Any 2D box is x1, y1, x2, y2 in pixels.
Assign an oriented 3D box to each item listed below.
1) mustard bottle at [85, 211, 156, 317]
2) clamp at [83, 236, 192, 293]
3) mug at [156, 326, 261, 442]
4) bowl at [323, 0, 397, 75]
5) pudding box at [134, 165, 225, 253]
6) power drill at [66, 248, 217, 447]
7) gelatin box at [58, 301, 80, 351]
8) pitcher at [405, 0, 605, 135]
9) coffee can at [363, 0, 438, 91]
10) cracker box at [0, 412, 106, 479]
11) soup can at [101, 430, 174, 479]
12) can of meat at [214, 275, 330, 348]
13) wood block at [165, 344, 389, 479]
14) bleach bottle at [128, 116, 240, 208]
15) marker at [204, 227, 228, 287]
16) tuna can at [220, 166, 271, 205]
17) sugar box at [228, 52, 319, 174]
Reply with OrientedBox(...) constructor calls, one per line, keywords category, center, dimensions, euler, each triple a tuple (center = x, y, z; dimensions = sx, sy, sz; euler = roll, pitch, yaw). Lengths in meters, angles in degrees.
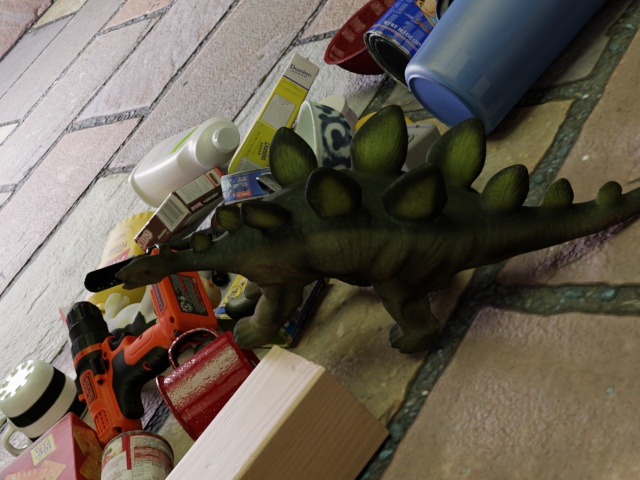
OrientedBox(category="mustard bottle", center=(-0.248, 0.049, 1.341), dimensions=(0.096, 0.058, 0.191), euler=(-24, 33, 27))
OrientedBox(category="clamp", center=(-0.193, 0.024, 1.233), dimensions=(0.120, 0.039, 0.171), euler=(-15, -1, 16))
OrientedBox(category="mug", center=(-0.097, 0.129, 0.986), dimensions=(0.081, 0.093, 0.117), euler=(-37, 58, 0))
OrientedBox(category="bowl", center=(0.082, -0.257, 1.331), dimensions=(0.162, 0.055, 0.162), euler=(-36, 23, 18))
OrientedBox(category="pudding box", center=(-0.167, -0.034, 1.308), dimensions=(0.114, 0.039, 0.089), euler=(-41, -2, 43))
OrientedBox(category="power drill", center=(-0.192, 0.096, 1.105), dimensions=(0.188, 0.057, 0.184), euler=(-49, 52, 29))
OrientedBox(category="gelatin box", center=(-0.280, 0.121, 1.263), dimensions=(0.030, 0.073, 0.089), euler=(-19, 21, -18))
OrientedBox(category="pitcher", center=(0.189, -0.230, 1.087), dimensions=(0.242, 0.145, 0.149), euler=(-51, 3, -9))
OrientedBox(category="coffee can", center=(0.133, -0.248, 1.210), dimensions=(0.140, 0.102, 0.103), euler=(-47, 28, -8))
OrientedBox(category="cracker box", center=(-0.274, 0.289, 1.023), dimensions=(0.164, 0.072, 0.214), euler=(-40, 28, 7))
OrientedBox(category="soup can", center=(-0.164, 0.230, 0.967), dimensions=(0.068, 0.068, 0.102), euler=(-38, 28, 10))
OrientedBox(category="can of meat", center=(-0.051, 0.059, 1.072), dimensions=(0.102, 0.057, 0.084), euler=(-6, 47, 49))
OrientedBox(category="wood block", center=(-0.054, 0.197, 0.846), dimensions=(0.206, 0.090, 0.090), euler=(-51, 28, -14))
OrientedBox(category="bleach bottle", center=(-0.170, -0.106, 1.393), dimensions=(0.102, 0.068, 0.251), euler=(-53, 17, -20))
OrientedBox(category="marker", center=(-0.123, 0.019, 1.261), dimensions=(0.020, 0.020, 0.121), euler=(-38, 28, 10))
OrientedBox(category="tuna can", center=(-0.071, -0.064, 1.224), dimensions=(0.086, 0.034, 0.086), euler=(-10, 1, 0))
OrientedBox(category="sugar box", center=(-0.055, -0.150, 1.323), dimensions=(0.093, 0.048, 0.176), euler=(-55, 6, 40))
